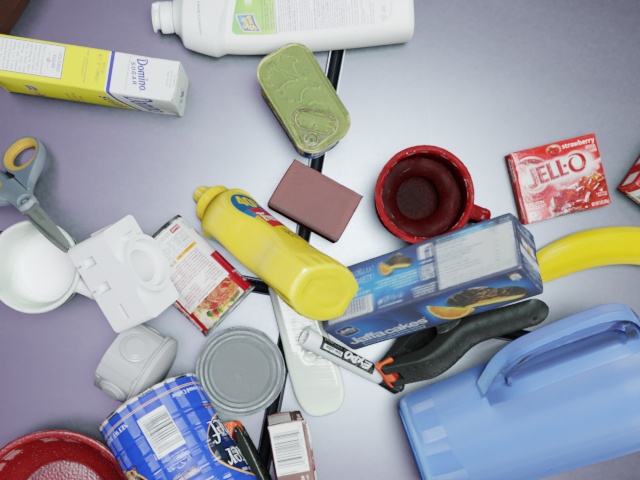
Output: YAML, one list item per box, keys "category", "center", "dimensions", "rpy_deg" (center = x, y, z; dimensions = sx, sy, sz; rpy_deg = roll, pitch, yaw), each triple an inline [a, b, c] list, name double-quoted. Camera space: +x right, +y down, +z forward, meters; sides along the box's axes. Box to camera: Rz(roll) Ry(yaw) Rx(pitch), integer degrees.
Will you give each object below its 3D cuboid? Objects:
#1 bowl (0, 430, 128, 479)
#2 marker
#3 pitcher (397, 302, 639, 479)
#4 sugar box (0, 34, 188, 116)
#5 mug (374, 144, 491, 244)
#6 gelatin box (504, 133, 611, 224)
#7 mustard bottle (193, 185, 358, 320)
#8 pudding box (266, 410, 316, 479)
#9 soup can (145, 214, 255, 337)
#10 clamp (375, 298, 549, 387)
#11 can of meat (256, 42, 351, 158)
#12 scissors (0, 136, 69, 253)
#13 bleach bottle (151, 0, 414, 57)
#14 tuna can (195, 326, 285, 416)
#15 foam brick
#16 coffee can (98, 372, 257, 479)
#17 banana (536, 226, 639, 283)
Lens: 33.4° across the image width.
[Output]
- category: "bowl"
  center: [-0.248, 0.258, 1.013]
  dimensions: [0.162, 0.055, 0.162]
  rpy_deg: [0, 88, -2]
- category: "marker"
  center: [0.033, 0.118, 1.027]
  dimensions: [0.121, 0.020, 0.020]
  rpy_deg: [30, 86, -24]
- category: "pitcher"
  center: [0.199, 0.153, 0.995]
  dimensions: [0.243, 0.145, 0.149]
  rpy_deg: [-19, 88, 0]
- category: "sugar box"
  center: [-0.218, -0.155, 1.012]
  dimensions: [0.176, 0.093, 0.048]
  rpy_deg: [11, 88, -1]
- category: "mug"
  center: [0.107, -0.038, 1.025]
  dimensions: [0.117, 0.081, 0.093]
  rpy_deg: [14, 87, -1]
- category: "gelatin box"
  center: [0.235, -0.060, 1.057]
  dimensions: [0.089, 0.030, 0.073]
  rpy_deg: [-13, 88, -3]
- category: "mustard bottle"
  center: [-0.056, 0.001, 0.996]
  dimensions: [0.192, 0.096, 0.058]
  rpy_deg: [37, 99, 35]
- category: "pudding box"
  center: [-0.025, 0.222, 1.006]
  dimensions: [0.039, 0.090, 0.113]
  rpy_deg: [-8, 87, -5]
- category: "soup can"
  center: [-0.122, 0.034, 1.021]
  dimensions: [0.102, 0.068, 0.068]
  rpy_deg: [44, 87, 1]
- category: "clamp"
  center: [0.133, 0.086, 1.005]
  dimensions: [0.171, 0.120, 0.039]
  rpy_deg: [-39, 106, -3]
- category: "can of meat"
  center: [-0.017, -0.130, 1.023]
  dimensions: [0.057, 0.084, 0.102]
  rpy_deg: [-32, 89, -3]
- category: "scissors"
  center: [-0.261, -0.049, 0.985]
  dimensions: [0.202, 0.016, 0.096]
  rpy_deg: [18, 61, 40]
- category: "bleach bottle"
  center: [-0.038, -0.233, 1.039]
  dimensions: [0.251, 0.068, 0.102]
  rpy_deg: [-4, 88, 0]
- category: "tuna can"
  center: [-0.077, 0.126, 1.035]
  dimensions: [0.086, 0.034, 0.086]
  rpy_deg: [0, 88, -2]
- category: "foam brick"
  center: [-0.006, -0.037, 1.036]
  dimensions: [0.078, 0.053, 0.051]
  rpy_deg: [28, 87, -2]
- category: "coffee can"
  center: [-0.123, 0.206, 0.969]
  dimensions: [0.103, 0.103, 0.140]
  rpy_deg: [-33, 75, -3]
- category: "banana"
  center: [0.294, 0.020, 1.052]
  dimensions: [0.197, 0.037, 0.069]
  rpy_deg: [6, 86, -2]
